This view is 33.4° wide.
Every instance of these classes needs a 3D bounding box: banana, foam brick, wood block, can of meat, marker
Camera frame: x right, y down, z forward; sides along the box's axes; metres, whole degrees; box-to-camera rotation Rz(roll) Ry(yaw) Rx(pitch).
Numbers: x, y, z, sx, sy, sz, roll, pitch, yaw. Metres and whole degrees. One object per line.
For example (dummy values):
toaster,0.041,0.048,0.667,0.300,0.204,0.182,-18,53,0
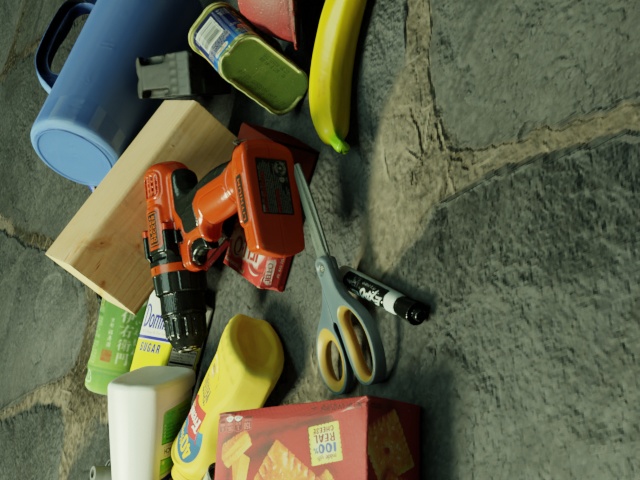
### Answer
banana,0.020,-0.166,0.945,0.070,0.037,0.198,-7,75,54
foam brick,-0.046,-0.075,1.010,0.078,0.051,0.053,35,110,58
wood block,-0.174,-0.038,1.097,0.206,0.090,0.091,-55,28,-12
can of meat,-0.068,-0.174,1.032,0.057,0.102,0.084,-50,39,10
marker,0.047,0.043,0.843,0.121,0.020,0.020,25,102,60

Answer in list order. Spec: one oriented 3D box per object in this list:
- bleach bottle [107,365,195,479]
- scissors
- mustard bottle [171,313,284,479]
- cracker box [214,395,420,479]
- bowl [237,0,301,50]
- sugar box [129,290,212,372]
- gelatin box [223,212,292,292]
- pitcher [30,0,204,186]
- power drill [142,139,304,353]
bleach bottle,-0.168,0.258,1.069,0.068,0.102,0.251,2,96,18
scissors,0.002,0.041,0.887,0.202,0.016,0.096,64,143,31
mustard bottle,-0.095,0.169,1.003,0.096,0.058,0.192,-105,37,-58
cracker box,-0.009,0.229,0.790,0.164,0.072,0.213,-13,67,42
bowl,-0.048,-0.259,0.997,0.162,0.055,0.162,1,-91,-88
sugar box,-0.173,0.143,1.160,0.093,0.048,0.176,23,101,60
gelatin box,-0.057,0.001,1.024,0.089,0.030,0.073,31,107,59
pitcher,-0.238,-0.185,1.203,0.149,0.145,0.242,-16,42,43
power drill,-0.094,-0.001,0.965,0.188,0.057,0.184,-20,76,46
